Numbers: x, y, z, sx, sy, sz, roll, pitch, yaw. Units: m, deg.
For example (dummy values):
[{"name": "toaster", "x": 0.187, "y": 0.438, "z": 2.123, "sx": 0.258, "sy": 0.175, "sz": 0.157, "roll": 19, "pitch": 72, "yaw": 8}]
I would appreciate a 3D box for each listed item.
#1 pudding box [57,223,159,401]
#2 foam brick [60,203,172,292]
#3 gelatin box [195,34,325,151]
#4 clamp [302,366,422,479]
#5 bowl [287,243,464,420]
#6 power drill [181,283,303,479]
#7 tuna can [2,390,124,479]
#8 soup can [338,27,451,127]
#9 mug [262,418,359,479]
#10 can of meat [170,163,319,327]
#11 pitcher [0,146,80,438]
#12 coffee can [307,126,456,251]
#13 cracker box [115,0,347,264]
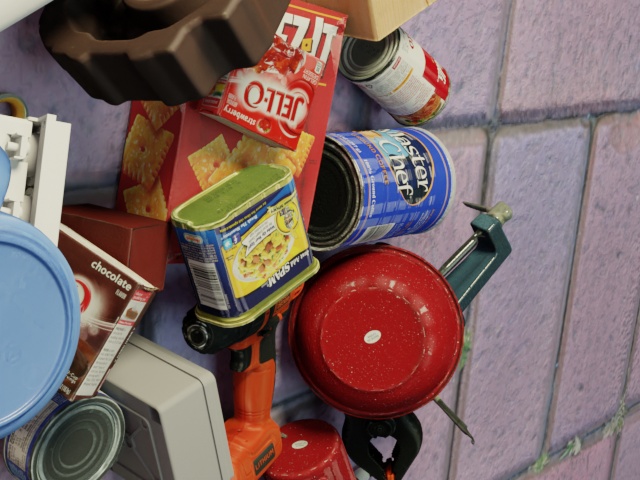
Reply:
[{"name": "pudding box", "x": -0.178, "y": 0.040, "z": 0.713, "sx": 0.090, "sy": 0.113, "sz": 0.039, "roll": -60, "pitch": 165, "yaw": 2}, {"name": "foam brick", "x": -0.153, "y": 0.006, "z": 0.761, "sx": 0.051, "sy": 0.078, "sz": 0.053, "roll": -11, "pitch": 113, "yaw": -63}, {"name": "gelatin box", "x": -0.042, "y": -0.113, "z": 0.782, "sx": 0.089, "sy": 0.030, "sz": 0.073, "roll": 22, "pitch": 86, "yaw": -49}, {"name": "clamp", "x": 0.064, "y": 0.164, "z": 1.027, "sx": 0.039, "sy": 0.120, "sz": 0.171, "roll": -79, "pitch": 152, "yaw": -55}, {"name": "bowl", "x": 0.048, "y": 0.085, "z": 0.952, "sx": 0.055, "sy": 0.162, "sz": 0.162, "roll": -23, "pitch": 127, "yaw": -84}, {"name": "power drill", "x": -0.068, "y": 0.115, "z": 0.896, "sx": 0.184, "sy": 0.057, "sz": 0.188, "roll": -32, "pitch": 133, "yaw": -64}, {"name": "tuna can", "x": -0.184, "y": 0.144, "z": 0.774, "sx": 0.085, "sy": 0.034, "sz": 0.086, "roll": -28, "pitch": 130, "yaw": -40}, {"name": "soup can", "x": 0.067, "y": -0.155, "z": 0.982, "sx": 0.102, "sy": 0.069, "sz": 0.068, "roll": 30, "pitch": 80, "yaw": -51}, {"name": "mug", "x": -0.006, "y": 0.230, "z": 1.010, "sx": 0.093, "sy": 0.117, "sz": 0.081, "roll": -25, "pitch": 121, "yaw": -11}, {"name": "can of meat", "x": -0.055, "y": 0.001, "z": 0.784, "sx": 0.101, "sy": 0.058, "sz": 0.084, "roll": -36, "pitch": 125, "yaw": -37}, {"name": "pitcher", "x": -0.225, "y": 0.014, "z": 0.551, "sx": 0.144, "sy": 0.243, "sz": 0.149, "roll": -8, "pitch": 105, "yaw": -44}, {"name": "coffee can", "x": 0.041, "y": -0.049, "z": 0.964, "sx": 0.140, "sy": 0.103, "sz": 0.103, "roll": -10, "pitch": 112, "yaw": -48}, {"name": "cracker box", "x": -0.068, "y": -0.089, "z": 0.839, "sx": 0.163, "sy": 0.072, "sz": 0.214, "roll": 2, "pitch": 102, "yaw": -50}]
